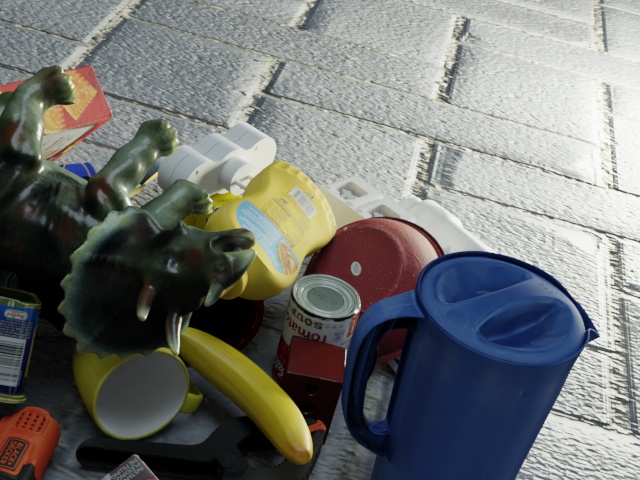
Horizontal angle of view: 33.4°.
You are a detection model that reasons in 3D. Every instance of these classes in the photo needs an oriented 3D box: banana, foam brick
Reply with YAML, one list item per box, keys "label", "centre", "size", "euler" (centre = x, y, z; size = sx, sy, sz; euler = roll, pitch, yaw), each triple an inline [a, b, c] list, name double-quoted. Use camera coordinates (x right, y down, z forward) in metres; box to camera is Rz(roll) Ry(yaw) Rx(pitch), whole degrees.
- label: "banana"
  centre: [-0.067, 0.131, 0.922]
  size: [0.198, 0.037, 0.069]
  euler: [35, 17, 30]
- label: "foam brick"
  centre: [-0.011, 0.136, 0.966]
  size: [0.053, 0.078, 0.051]
  euler: [12, 32, -2]

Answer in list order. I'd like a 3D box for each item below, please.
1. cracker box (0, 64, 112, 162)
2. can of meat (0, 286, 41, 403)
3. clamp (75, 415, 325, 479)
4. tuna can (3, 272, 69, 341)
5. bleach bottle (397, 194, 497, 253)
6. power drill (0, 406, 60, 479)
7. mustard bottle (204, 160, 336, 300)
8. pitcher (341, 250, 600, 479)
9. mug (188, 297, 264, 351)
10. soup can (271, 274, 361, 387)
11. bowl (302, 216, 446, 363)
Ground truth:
- label: "cracker box"
  centre: [-0.353, -0.109, 1.124]
  size: [0.213, 0.164, 0.072]
  euler: [-22, 89, -41]
- label: "can of meat"
  centre: [-0.271, 0.085, 0.900]
  size: [0.057, 0.084, 0.102]
  euler: [12, -1, -19]
- label: "clamp"
  centre: [-0.076, 0.202, 0.884]
  size: [0.209, 0.036, 0.165]
  euler: [-10, 41, -31]
- label: "tuna can"
  centre: [-0.263, 0.057, 1.031]
  size: [0.086, 0.034, 0.086]
  euler: [9, 34, -6]
- label: "bleach bottle"
  centre: [0.163, 0.023, 1.183]
  size: [0.102, 0.068, 0.251]
  euler: [32, 11, -48]
- label: "power drill"
  centre: [-0.312, 0.181, 0.816]
  size: [0.187, 0.057, 0.184]
  euler: [17, 30, -1]
- label: "mustard bottle"
  centre: [-0.057, 0.001, 0.991]
  size: [0.096, 0.058, 0.191]
  euler: [52, 35, -8]
- label: "pitcher"
  centre: [0.104, 0.138, 0.854]
  size: [0.149, 0.243, 0.144]
  euler: [30, 37, 23]
- label: "mug"
  centre: [-0.114, 0.049, 1.027]
  size: [0.093, 0.117, 0.082]
  euler: [-22, 40, -18]
- label: "soup can"
  centre: [-0.004, 0.091, 1.010]
  size: [0.068, 0.102, 0.068]
  euler: [9, 34, -7]
- label: "bowl"
  centre: [0.046, 0.038, 1.064]
  size: [0.162, 0.055, 0.162]
  euler: [-9, 63, 18]
